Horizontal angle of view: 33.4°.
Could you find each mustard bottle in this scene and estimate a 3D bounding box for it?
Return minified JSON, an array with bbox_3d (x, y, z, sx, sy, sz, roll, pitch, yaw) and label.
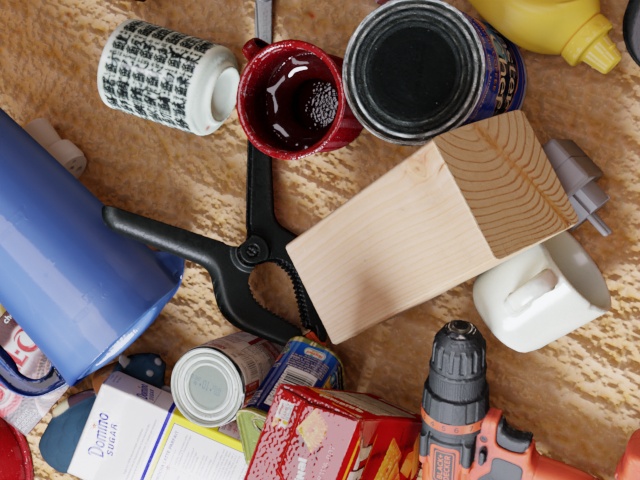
[{"bbox_3d":[0.146,-0.194,0.786,0.192,0.096,0.058,47,140,11],"label":"mustard bottle"}]

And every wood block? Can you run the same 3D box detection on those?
[{"bbox_3d":[0.073,-0.005,0.782,0.206,0.090,0.091,-35,78,53],"label":"wood block"}]

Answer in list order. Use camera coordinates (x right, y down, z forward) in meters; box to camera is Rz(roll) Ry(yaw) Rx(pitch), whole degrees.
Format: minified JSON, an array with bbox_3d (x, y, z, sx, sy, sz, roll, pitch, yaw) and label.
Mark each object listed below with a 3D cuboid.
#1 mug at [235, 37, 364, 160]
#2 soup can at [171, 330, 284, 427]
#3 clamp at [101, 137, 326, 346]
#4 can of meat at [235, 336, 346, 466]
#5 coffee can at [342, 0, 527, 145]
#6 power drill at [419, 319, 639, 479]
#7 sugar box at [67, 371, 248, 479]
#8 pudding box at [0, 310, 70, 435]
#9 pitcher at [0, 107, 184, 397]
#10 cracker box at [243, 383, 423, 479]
[{"bbox_3d":[-0.017,-0.120,0.865,0.117,0.081,0.093,45,109,13],"label":"mug"},{"bbox_3d":[-0.072,0.113,0.897,0.069,0.102,0.068,2,95,22],"label":"soup can"},{"bbox_3d":[-0.056,0.001,0.898,0.164,0.036,0.210,-43,92,-13],"label":"clamp"},{"bbox_3d":[-0.020,0.140,0.865,0.057,0.083,0.102,20,143,21],"label":"can of meat"},{"bbox_3d":[0.088,-0.120,0.790,0.103,0.140,0.103,2,95,22],"label":"coffee can"},{"bbox_3d":[0.165,0.153,0.799,0.188,0.057,0.184,13,126,22],"label":"power drill"},{"bbox_3d":[-0.120,0.190,0.928,0.176,0.048,0.093,25,103,2],"label":"sugar box"},{"bbox_3d":[-0.270,0.109,0.987,0.090,0.039,0.113,41,94,-10],"label":"pudding box"},{"bbox_3d":[-0.250,0.005,0.915,0.243,0.149,0.145,46,129,0],"label":"pitcher"},{"bbox_3d":[0.007,0.198,0.794,0.072,0.213,0.164,19,87,21],"label":"cracker box"}]
